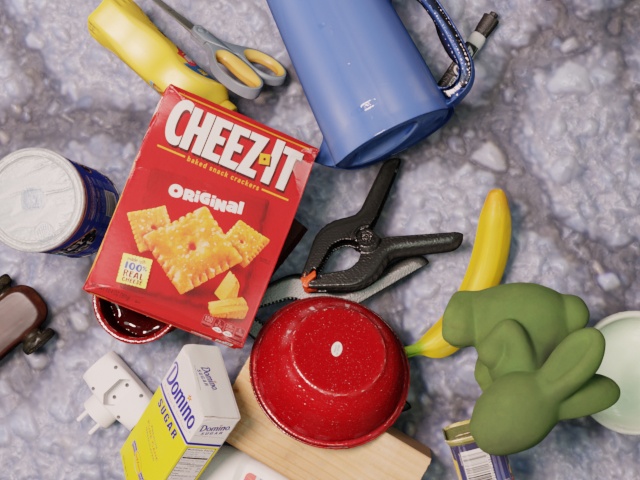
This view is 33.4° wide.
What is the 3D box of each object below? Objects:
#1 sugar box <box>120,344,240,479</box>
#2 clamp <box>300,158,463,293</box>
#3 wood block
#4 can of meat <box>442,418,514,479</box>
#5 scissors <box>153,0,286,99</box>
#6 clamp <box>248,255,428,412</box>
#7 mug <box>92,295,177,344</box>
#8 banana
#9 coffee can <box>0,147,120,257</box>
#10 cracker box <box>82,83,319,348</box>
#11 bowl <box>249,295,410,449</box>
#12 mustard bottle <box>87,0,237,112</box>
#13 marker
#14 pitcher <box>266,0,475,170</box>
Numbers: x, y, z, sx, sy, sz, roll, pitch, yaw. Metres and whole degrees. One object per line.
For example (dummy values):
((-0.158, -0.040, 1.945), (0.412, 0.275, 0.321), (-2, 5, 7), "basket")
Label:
((-0.144, 0.193, 1.060), (0.048, 0.093, 0.176), (8, 130, -30), "sugar box")
((0.048, -0.009, 1.104), (0.171, 0.039, 0.120), (-26, 64, -8), "clamp")
((0.002, 0.203, 1.086), (0.206, 0.091, 0.090), (29, 90, 6), "wood block")
((0.161, 0.226, 1.065), (0.057, 0.102, 0.084), (-15, 87, 4), "can of meat")
((-0.110, -0.217, 1.149), (0.202, 0.096, 0.016), (51, 131, 31), "scissors")
((0.009, 0.096, 1.118), (0.210, 0.036, 0.164), (0, 86, 2), "clamp")
((-0.171, 0.055, 1.114), (0.117, 0.081, 0.093), (-26, 85, 4), "mug")
((0.154, 0.045, 1.094), (0.037, 0.069, 0.198), (29, 92, 43), "banana")
((-0.272, -0.036, 1.099), (0.103, 0.140, 0.103), (0, 87, 5), "coffee can")
((-0.116, -0.021, 1.041), (0.164, 0.072, 0.213), (23, 83, -12), "cracker box")
((0.013, 0.117, 1.033), (0.162, 0.055, 0.162), (4, 62, -7), "bowl")
((-0.155, -0.173, 1.118), (0.191, 0.096, 0.058), (43, 91, 6), "mustard bottle")
((0.151, -0.190, 1.129), (0.020, 0.020, 0.121), (34, 91, 6), "marker")
((0.036, -0.206, 1.089), (0.149, 0.145, 0.243), (-20, 81, -30), "pitcher")
